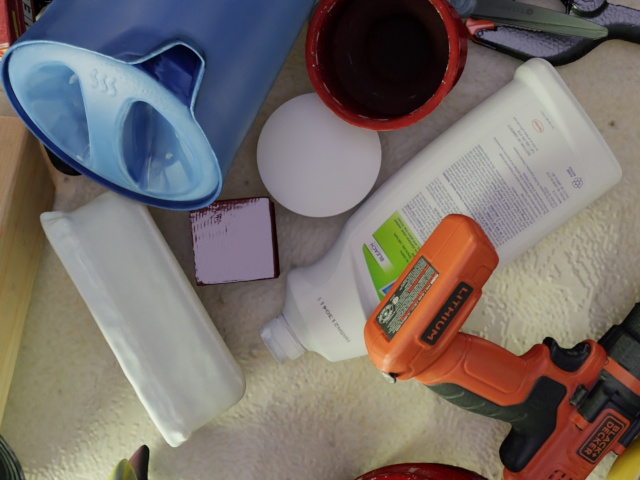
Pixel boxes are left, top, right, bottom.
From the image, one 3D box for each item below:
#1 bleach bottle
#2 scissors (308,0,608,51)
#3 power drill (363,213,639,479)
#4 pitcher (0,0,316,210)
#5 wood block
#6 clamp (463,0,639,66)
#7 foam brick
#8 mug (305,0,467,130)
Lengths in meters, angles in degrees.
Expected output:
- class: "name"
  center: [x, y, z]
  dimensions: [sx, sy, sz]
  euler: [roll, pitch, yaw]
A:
- class: "bleach bottle"
  center: [0.065, -0.007, 0.699]
  dimensions: [0.251, 0.068, 0.102]
  euler: [-34, 89, 3]
- class: "scissors"
  center: [0.076, -0.142, 0.701]
  dimensions: [0.202, 0.016, 0.096]
  euler: [32, 99, 17]
- class: "power drill"
  center: [0.136, 0.063, 0.666]
  dimensions: [0.187, 0.057, 0.184]
  euler: [34, 96, -20]
- class: "pitcher"
  center: [-0.072, -0.145, 0.628]
  dimensions: [0.149, 0.145, 0.242]
  euler: [15, 60, 22]
- class: "wood block"
  center: [-0.232, 0.031, 0.649]
  dimensions: [0.091, 0.090, 0.206]
  euler: [4, 61, 1]
- class: "clamp"
  center: [0.184, -0.154, 0.710]
  dimensions: [0.171, 0.039, 0.120]
  euler: [-24, 84, 7]
- class: "foam brick"
  center: [-0.055, 0.001, 0.693]
  dimensions: [0.051, 0.078, 0.053]
  euler: [-5, 89, 0]
- class: "mug"
  center: [0.051, -0.128, 0.657]
  dimensions: [0.093, 0.081, 0.117]
  euler: [29, 108, 9]
